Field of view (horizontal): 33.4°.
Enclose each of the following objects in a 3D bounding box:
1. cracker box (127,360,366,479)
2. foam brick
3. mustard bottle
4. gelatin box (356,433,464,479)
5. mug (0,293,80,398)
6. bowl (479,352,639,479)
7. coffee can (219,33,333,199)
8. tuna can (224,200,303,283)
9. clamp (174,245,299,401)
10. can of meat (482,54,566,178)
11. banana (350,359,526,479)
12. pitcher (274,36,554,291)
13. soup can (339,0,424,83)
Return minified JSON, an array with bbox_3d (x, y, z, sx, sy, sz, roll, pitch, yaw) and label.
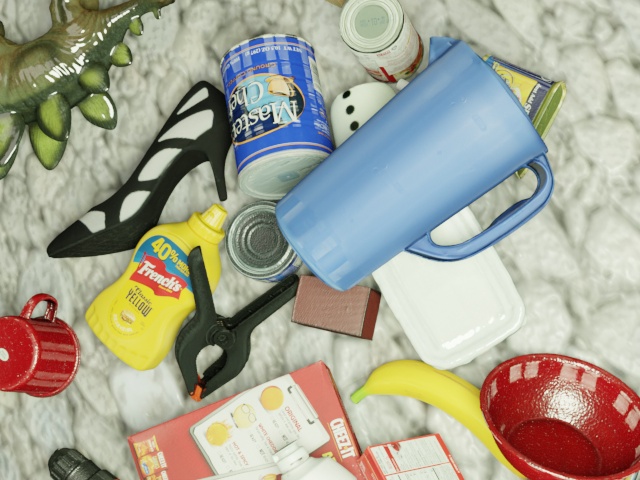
[{"bbox_3d":[-0.064,0.236,1.066,0.213,0.072,0.164,-22,77,2],"label":"cracker box"},{"bbox_3d":[0.016,0.068,1.090,0.078,0.053,0.051,11,85,18],"label":"foam brick"},{"bbox_3d":[-0.161,0.040,1.132,0.096,0.058,0.192,42,102,17],"label":"mustard bottle"},{"bbox_3d":[0.089,0.226,1.011,0.073,0.089,0.030,61,141,35],"label":"gelatin box"},{"bbox_3d":[-0.319,0.114,1.167,0.093,0.081,0.117,19,87,18],"label":"mug"},{"bbox_3d":[0.221,0.177,0.984,0.162,0.161,0.055,22,129,18],"label":"bowl"},{"bbox_3d":[-0.044,-0.127,1.102,0.103,0.102,0.140,-16,68,14],"label":"coffee can"},{"bbox_3d":[-0.057,0.001,1.133,0.086,0.033,0.086,-3,81,16],"label":"tuna can"},{"bbox_3d":[-0.110,0.085,1.102,0.120,0.039,0.171,28,104,-15],"label":"clamp"},{"bbox_3d":[0.185,-0.126,1.069,0.084,0.057,0.102,27,90,20],"label":"can of meat"},{"bbox_3d":[0.127,0.165,1.054,0.198,0.037,0.070,23,118,21],"label":"banana"},{"bbox_3d":[0.086,-0.055,0.991,0.243,0.144,0.149,-39,40,10],"label":"pitcher"},{"bbox_3d":[0.063,-0.208,1.093,0.069,0.102,0.068,-3,81,16],"label":"soup can"}]
